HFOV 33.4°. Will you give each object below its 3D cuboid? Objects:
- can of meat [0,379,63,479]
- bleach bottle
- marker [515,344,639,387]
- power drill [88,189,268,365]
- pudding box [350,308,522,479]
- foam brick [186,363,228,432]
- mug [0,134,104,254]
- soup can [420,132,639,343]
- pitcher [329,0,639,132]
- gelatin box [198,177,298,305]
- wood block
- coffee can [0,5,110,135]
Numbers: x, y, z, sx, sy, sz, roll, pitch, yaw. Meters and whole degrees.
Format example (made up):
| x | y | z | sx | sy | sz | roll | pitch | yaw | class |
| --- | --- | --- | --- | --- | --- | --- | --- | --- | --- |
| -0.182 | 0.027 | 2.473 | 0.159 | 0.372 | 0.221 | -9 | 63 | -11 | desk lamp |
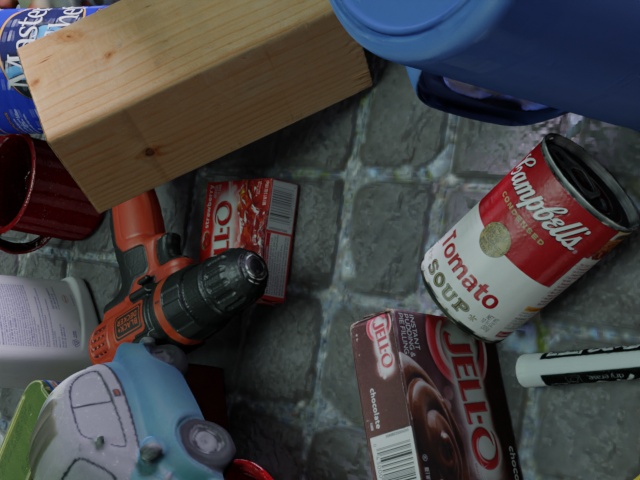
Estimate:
| x | y | z | sx | sy | sz | roll | pitch | yaw | class |
| --- | --- | --- | --- | --- | --- | --- | --- | --- | --- |
| -0.199 | 0.161 | 0.845 | 0.058 | 0.083 | 0.102 | 35 | 106 | 44 | can of meat |
| -0.298 | 0.064 | 0.846 | 0.068 | 0.250 | 0.102 | -45 | 53 | 29 | bleach bottle |
| 0.157 | 0.064 | 0.555 | 0.121 | 0.020 | 0.020 | -12 | 73 | 43 | marker |
| -0.111 | -0.010 | 0.772 | 0.185 | 0.057 | 0.187 | -29 | 58 | 39 | power drill |
| 0.065 | 0.098 | 0.590 | 0.039 | 0.089 | 0.113 | -24 | 65 | 41 | pudding box |
| -0.113 | 0.126 | 0.789 | 0.078 | 0.052 | 0.051 | -27 | 63 | 40 | foam brick |
| -0.245 | -0.035 | 0.937 | 0.093 | 0.081 | 0.117 | 48 | 114 | 40 | mug |
| 0.111 | 0.000 | 0.582 | 0.102 | 0.068 | 0.068 | -46 | 52 | 29 | soup can |
| 0.109 | -0.114 | 0.482 | 0.145 | 0.242 | 0.149 | 28 | 109 | 41 | pitcher |
| -0.055 | 0.001 | 0.774 | 0.073 | 0.030 | 0.089 | -1 | 80 | 46 | gelatin box |
| -0.081 | -0.115 | 0.712 | 0.206 | 0.091 | 0.090 | -25 | 57 | -1 | wood block |
| -0.198 | -0.136 | 0.855 | 0.140 | 0.102 | 0.103 | 1 | 80 | 12 | coffee can |
